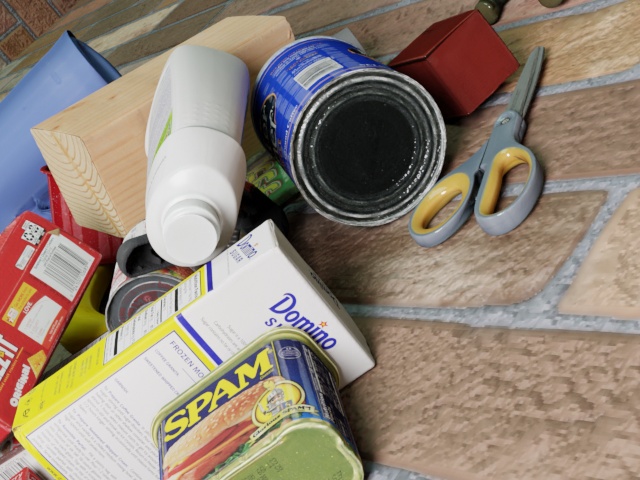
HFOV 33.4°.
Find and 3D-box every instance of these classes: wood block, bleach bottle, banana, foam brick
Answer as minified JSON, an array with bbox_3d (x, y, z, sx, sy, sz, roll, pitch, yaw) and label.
[{"bbox_3d":[-0.112,-0.097,0.863,0.205,0.091,0.090,-36,30,-28],"label":"wood block"},{"bbox_3d":[-0.080,-0.046,0.673,0.251,0.068,0.103,-100,25,-65],"label":"bleach bottle"},{"bbox_3d":[-0.185,0.057,0.865,0.069,0.037,0.198,-17,21,-17],"label":"banana"},{"bbox_3d":[0.091,-0.121,0.742,0.053,0.051,0.078,-43,14,-9],"label":"foam brick"}]

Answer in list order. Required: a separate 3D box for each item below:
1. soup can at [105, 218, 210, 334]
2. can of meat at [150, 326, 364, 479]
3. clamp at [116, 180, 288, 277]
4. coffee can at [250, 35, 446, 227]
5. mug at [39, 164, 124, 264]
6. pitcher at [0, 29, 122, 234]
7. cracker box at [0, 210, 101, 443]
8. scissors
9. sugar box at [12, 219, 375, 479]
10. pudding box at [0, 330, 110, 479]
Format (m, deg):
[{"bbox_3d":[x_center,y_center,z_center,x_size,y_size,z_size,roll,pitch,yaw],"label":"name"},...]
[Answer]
[{"bbox_3d":[-0.113,0.031,0.760,0.068,0.068,0.102,-34,23,12],"label":"soup can"},{"bbox_3d":[-0.033,0.104,0.524,0.102,0.057,0.084,-36,26,7],"label":"can of meat"},{"bbox_3d":[-0.055,0.001,0.734,0.171,0.120,0.039,-56,-13,-64],"label":"clamp"},{"bbox_3d":[0.014,-0.079,0.728,0.103,0.102,0.140,-38,23,1],"label":"coffee can"},{"bbox_3d":[-0.202,-0.028,0.940,0.117,0.081,0.093,10,18,44],"label":"mug"},{"bbox_3d":[-0.283,-0.078,1.068,0.243,0.145,0.149,-43,10,4],"label":"pitcher"},{"bbox_3d":[-0.254,0.099,0.743,0.214,0.072,0.164,-41,22,38],"label":"cracker box"},{"bbox_3d":[0.102,-0.059,0.672,0.096,0.016,0.201,-28,25,25],"label":"scissors"},{"bbox_3d":[-0.069,0.077,0.579,0.176,0.093,0.048,-36,23,5],"label":"sugar box"},{"bbox_3d":[-0.175,0.119,0.728,0.113,0.039,0.090,-32,23,13],"label":"pudding box"}]
